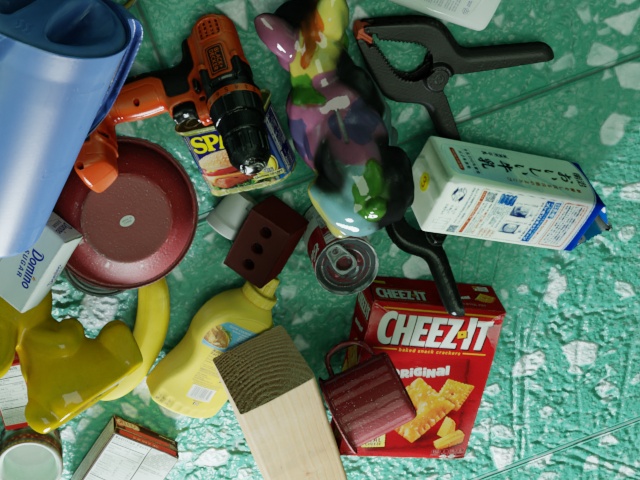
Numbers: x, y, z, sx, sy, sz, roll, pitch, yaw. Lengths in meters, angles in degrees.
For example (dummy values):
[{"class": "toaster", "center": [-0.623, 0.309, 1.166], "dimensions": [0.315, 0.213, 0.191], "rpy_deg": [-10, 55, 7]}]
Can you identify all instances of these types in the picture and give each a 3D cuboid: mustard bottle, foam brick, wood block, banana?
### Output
[{"class": "mustard bottle", "center": [-0.108, 0.112, 1.203], "dimensions": [0.096, 0.058, 0.192], "rpy_deg": [25, 110, -37]}, {"class": "foam brick", "center": [-0.058, 0.001, 1.144], "dimensions": [0.053, 0.051, 0.078], "rpy_deg": [35, 118, 10]}, {"class": "wood block", "center": [-0.043, 0.207, 1.214], "dimensions": [0.090, 0.091, 0.206], "rpy_deg": [-26, 135, -10]}, {"class": "banana", "center": [-0.211, 0.113, 1.198], "dimensions": [0.069, 0.037, 0.198], "rpy_deg": [26, 110, -23]}]

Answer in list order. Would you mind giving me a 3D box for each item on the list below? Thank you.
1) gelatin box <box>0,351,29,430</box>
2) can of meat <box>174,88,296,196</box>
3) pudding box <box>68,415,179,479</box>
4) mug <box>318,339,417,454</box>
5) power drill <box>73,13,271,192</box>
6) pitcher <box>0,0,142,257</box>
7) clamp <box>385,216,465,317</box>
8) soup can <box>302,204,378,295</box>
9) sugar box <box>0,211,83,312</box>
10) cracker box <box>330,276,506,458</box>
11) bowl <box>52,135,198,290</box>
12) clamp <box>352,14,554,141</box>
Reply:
[{"class": "gelatin box", "center": [-0.329, 0.166, 1.206], "dimensions": [0.073, 0.030, 0.089], "rpy_deg": [-11, 117, -5]}, {"class": "can of meat", "center": [-0.084, -0.098, 1.087], "dimensions": [0.102, 0.057, 0.084], "rpy_deg": [-9, 126, 22]}, {"class": "pudding box", "center": [-0.235, 0.273, 1.277], "dimensions": [0.090, 0.039, 0.114], "rpy_deg": [29, 107, -23]}, {"class": "mug", "center": [0.049, 0.165, 1.178], "dimensions": [0.081, 0.093, 0.117], "rpy_deg": [-27, 78, 2]}, {"class": "power drill", "center": [-0.146, -0.115, 1.022], "dimensions": [0.188, 0.184, 0.057], "rpy_deg": [-21, 149, 6]}, {"class": "pitcher", "center": [-0.254, -0.105, 0.919], "dimensions": [0.149, 0.145, 0.243], "rpy_deg": [18, 127, -18]}, {"class": "clamp", "center": [0.126, 0.002, 1.180], "dimensions": [0.171, 0.039, 0.120], "rpy_deg": [30, 74, -10]}, {"class": "soup can", "center": [0.019, 0.005, 1.148], "dimensions": [0.068, 0.102, 0.068], "rpy_deg": [-5, 118, -9]}, {"class": "sugar box", "center": [-0.330, -0.019, 1.055], "dimensions": [0.176, 0.048, 0.093], "rpy_deg": [38, 108, 4]}, {"class": "cracker box", "center": [0.112, 0.155, 1.263], "dimensions": [0.164, 0.072, 0.214], "rpy_deg": [5, 116, -14]}, {"class": "bowl", "center": [-0.199, -0.025, 1.086], "dimensions": [0.162, 0.055, 0.162], "rpy_deg": [-2, 97, -16]}, {"class": "clamp", "center": [0.130, -0.180, 1.108], "dimensions": [0.209, 0.036, 0.165], "rpy_deg": [31, 110, -25]}]
